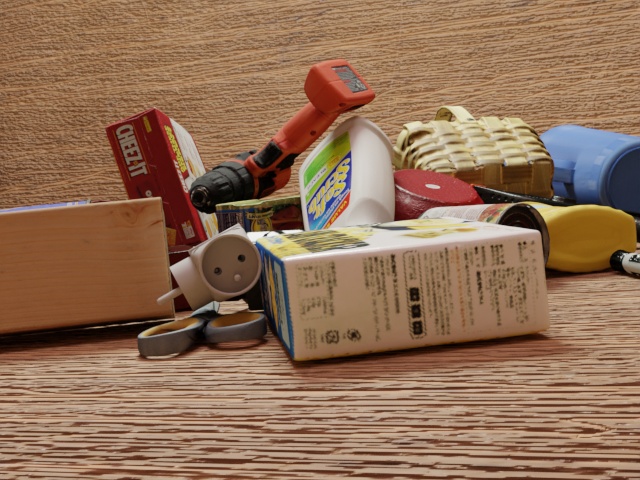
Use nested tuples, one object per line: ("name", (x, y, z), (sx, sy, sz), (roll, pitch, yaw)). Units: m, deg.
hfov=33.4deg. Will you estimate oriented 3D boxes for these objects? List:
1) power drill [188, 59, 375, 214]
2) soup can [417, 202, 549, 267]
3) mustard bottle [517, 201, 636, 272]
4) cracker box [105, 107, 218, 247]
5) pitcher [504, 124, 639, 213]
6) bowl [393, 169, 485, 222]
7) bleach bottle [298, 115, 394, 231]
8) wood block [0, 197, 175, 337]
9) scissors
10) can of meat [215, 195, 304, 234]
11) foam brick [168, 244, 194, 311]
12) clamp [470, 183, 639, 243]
("power drill", (-0.040, -0.104, 1.101), (0.188, 0.057, 0.184), (-41, -3, 25))
("soup can", (0.133, 0.004, 0.906), (0.068, 0.068, 0.102), (-9, 5, -38))
("mustard bottle", (0.210, -0.006, 0.999), (0.096, 0.058, 0.192), (-7, 5, -10))
("cracker box", (-0.179, -0.059, 1.289), (0.072, 0.164, 0.213), (-21, -4, 4))
("pitcher", (0.349, -0.080, 1.363), (0.149, 0.145, 0.243), (-38, 10, -3))
("bowl", (0.110, -0.032, 1.096), (0.162, 0.055, 0.162), (9, 22, -4))
("bleach bottle", (0.031, -0.026, 0.985), (0.103, 0.068, 0.251), (-43, 21, 16))
("wood block", (-0.220, 0.026, 0.823), (0.206, 0.091, 0.090), (-6, -6, -7))
("scissors", (-0.069, 0.057, 0.783), (0.096, 0.016, 0.201), (-6, 5, 15))
("can of meat", (-0.057, 0.001, 1.059), (0.058, 0.084, 0.101), (-2, 5, 35))
("foam brick", (-0.137, 0.034, 0.945), (0.053, 0.051, 0.078), (-7, 5, -14))
("clamp", (0.265, -0.029, 1.151), (0.210, 0.036, 0.164), (11, 6, 15))
